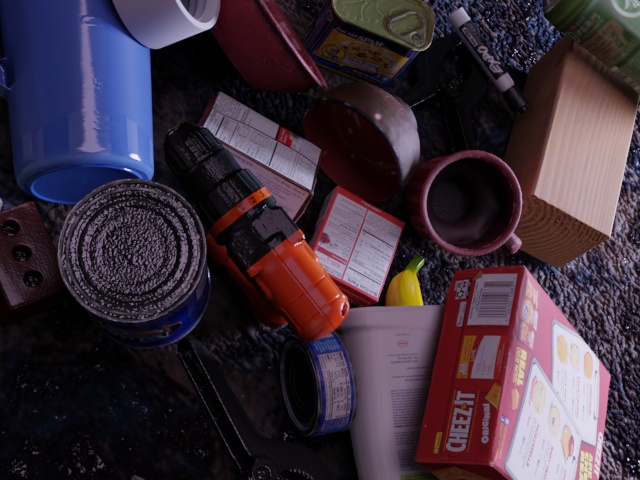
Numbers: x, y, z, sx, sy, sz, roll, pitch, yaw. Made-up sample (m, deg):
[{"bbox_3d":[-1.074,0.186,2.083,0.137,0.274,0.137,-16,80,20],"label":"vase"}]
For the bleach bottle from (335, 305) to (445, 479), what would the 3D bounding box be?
[{"bbox_3d":[0.068,0.180,0.862,0.102,0.068,0.251,0,83,-25],"label":"bleach bottle"}]

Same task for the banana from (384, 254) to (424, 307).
[{"bbox_3d":[0.101,0.106,0.938,0.069,0.037,0.198,-15,76,-25],"label":"banana"}]

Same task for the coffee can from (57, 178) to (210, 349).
[{"bbox_3d":[-0.135,0.022,0.799,0.102,0.140,0.103,1,77,-5],"label":"coffee can"}]

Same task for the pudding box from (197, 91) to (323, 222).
[{"bbox_3d":[-0.056,-0.073,0.922,0.113,0.039,0.090,28,29,-8],"label":"pudding box"}]

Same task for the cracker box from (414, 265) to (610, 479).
[{"bbox_3d":[0.164,0.142,0.873,0.213,0.072,0.164,44,51,-45],"label":"cracker box"}]

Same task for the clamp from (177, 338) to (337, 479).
[{"bbox_3d":[-0.054,0.178,0.842,0.209,0.036,0.164,27,53,-16],"label":"clamp"}]

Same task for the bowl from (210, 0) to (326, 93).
[{"bbox_3d":[-0.060,-0.187,0.948,0.055,0.162,0.162,-33,83,8],"label":"bowl"}]

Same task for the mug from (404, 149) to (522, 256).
[{"bbox_3d":[0.133,-0.029,0.968,0.117,0.081,0.093,36,88,-11],"label":"mug"}]

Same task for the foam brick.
[{"bbox_3d":[-0.234,0.018,0.824,0.052,0.051,0.078,-22,79,-29],"label":"foam brick"}]

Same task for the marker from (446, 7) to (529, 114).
[{"bbox_3d":[0.167,-0.176,1.056,0.020,0.020,0.121,-35,90,-30],"label":"marker"}]

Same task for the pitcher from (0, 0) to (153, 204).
[{"bbox_3d":[-0.209,-0.158,0.866,0.149,0.145,0.243,-12,73,15],"label":"pitcher"}]

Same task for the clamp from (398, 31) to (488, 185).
[{"bbox_3d":[0.128,-0.135,1.048,0.120,0.039,0.171,39,59,-11],"label":"clamp"}]

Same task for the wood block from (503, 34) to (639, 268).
[{"bbox_3d":[0.241,-0.091,1.048,0.090,0.090,0.206,26,61,-12],"label":"wood block"}]

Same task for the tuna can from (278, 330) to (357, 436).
[{"bbox_3d":[-0.004,0.115,0.863,0.033,0.086,0.086,-7,72,-24],"label":"tuna can"}]

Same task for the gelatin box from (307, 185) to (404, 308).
[{"bbox_3d":[0.027,0.007,0.952,0.073,0.030,0.089,28,61,-12],"label":"gelatin box"}]

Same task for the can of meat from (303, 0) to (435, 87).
[{"bbox_3d":[0.044,-0.195,1.010,0.102,0.084,0.057,19,63,-15],"label":"can of meat"}]

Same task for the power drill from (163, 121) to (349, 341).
[{"bbox_3d":[-0.055,0.001,0.827,0.057,0.188,0.184,-36,87,-7],"label":"power drill"}]
